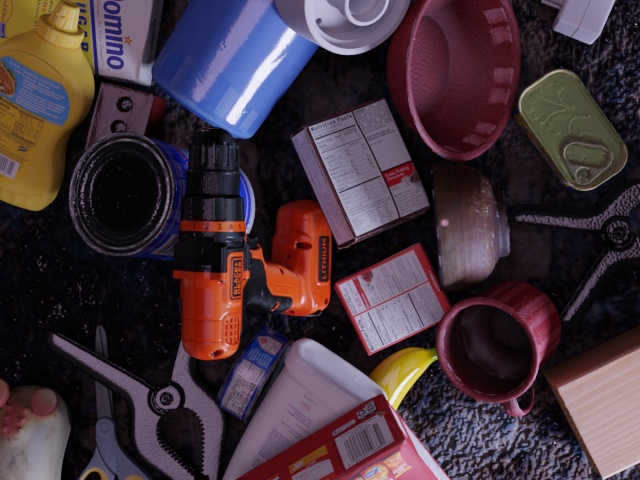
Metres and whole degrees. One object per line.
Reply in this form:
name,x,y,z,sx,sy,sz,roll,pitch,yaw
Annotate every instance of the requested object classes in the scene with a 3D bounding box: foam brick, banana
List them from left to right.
foam brick,-0.180,-0.102,0.985,0.053,0.051,0.078,14,92,5
banana,0.057,0.177,0.973,0.069,0.037,0.198,22,93,7

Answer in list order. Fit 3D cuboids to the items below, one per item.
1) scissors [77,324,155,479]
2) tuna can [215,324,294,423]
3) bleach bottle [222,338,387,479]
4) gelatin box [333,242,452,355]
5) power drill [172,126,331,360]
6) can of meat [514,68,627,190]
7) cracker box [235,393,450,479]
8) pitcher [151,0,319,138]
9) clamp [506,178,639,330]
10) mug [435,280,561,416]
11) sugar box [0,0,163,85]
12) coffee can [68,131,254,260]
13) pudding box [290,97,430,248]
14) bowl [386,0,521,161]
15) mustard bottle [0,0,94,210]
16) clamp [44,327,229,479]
scissors,-0.185,0.188,1.009,0.096,0.016,0.202,12,92,4
tuna can,-0.059,0.119,0.960,0.034,0.086,0.086,30,94,6
bleach bottle,-0.047,0.215,0.957,0.102,0.068,0.251,35,107,2
gelatin box,0.067,0.053,0.974,0.089,0.030,0.073,-26,90,6
power drill,-0.056,0.001,0.905,0.057,0.187,0.184,4,93,29
can of meat,0.214,-0.093,0.928,0.057,0.084,0.102,-35,88,5
cracker box,0.040,0.248,0.909,0.164,0.072,0.213,-32,125,6
pitcher,-0.051,-0.221,0.934,0.243,0.144,0.149,-55,46,7
clamp,0.260,0.006,0.949,0.171,0.039,0.120,-16,96,6
mug,0.162,0.094,0.927,0.093,0.081,0.117,-16,95,34
sugar box,-0.240,-0.204,0.992,0.176,0.048,0.093,9,93,7
coffee can,-0.134,-0.033,0.924,0.103,0.140,0.103,-2,86,24
pudding box,0.037,-0.061,0.951,0.089,0.039,0.113,-23,86,-26
bowl,0.107,-0.151,0.925,0.055,0.161,0.162,12,93,43
mustard bottle,-0.256,-0.127,0.957,0.096,0.058,0.192,29,116,2
clamp,-0.136,0.136,0.991,0.164,0.036,0.210,-29,92,-3
